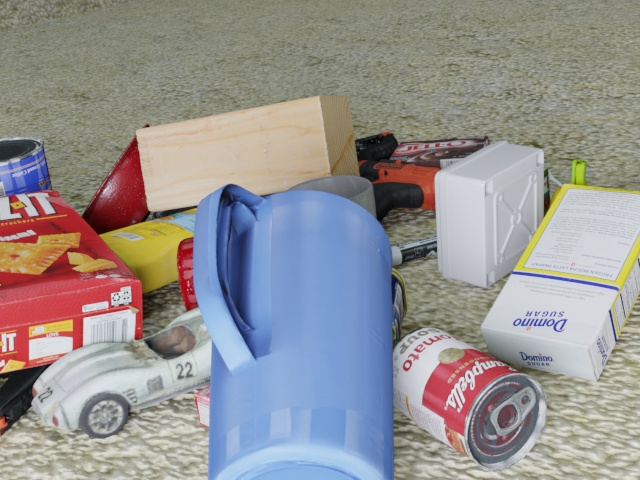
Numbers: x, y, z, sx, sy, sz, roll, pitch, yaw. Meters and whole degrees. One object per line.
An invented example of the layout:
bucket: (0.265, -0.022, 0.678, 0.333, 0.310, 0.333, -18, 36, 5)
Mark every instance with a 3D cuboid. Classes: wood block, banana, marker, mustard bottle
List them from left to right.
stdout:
mustard bottle: (-0.148, 0.006, 1.074, 0.096, 0.058, 0.191, 12, 21, 37)
wood block: (-0.075, -0.089, 1.106, 0.206, 0.090, 0.090, -7, 4, 21)
marker: (0.118, 0.004, 1.063, 0.121, 0.020, 0.020, -15, 22, -18)
banana: (0.243, -0.028, 1.020, 0.037, 0.069, 0.197, 8, -4, 7)

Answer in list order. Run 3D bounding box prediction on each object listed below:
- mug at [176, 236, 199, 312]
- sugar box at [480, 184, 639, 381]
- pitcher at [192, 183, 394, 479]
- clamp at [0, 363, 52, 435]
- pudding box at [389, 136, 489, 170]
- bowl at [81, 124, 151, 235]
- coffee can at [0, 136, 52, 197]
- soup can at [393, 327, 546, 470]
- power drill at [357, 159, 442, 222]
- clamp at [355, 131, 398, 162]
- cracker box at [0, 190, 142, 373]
mug: (-0.081, 0.033, 0.951, 0.081, 0.093, 0.117, -10, 5, 4)
sugar box: (0.209, 0.029, 0.861, 0.093, 0.048, 0.176, 9, 50, 36)
pitcher: (-0.019, 0.078, 0.696, 0.149, 0.145, 0.243, 8, 36, -6)
clamp: (-0.267, 0.093, 0.908, 0.164, 0.036, 0.210, -8, 29, -18)
pudding box: (0.142, -0.094, 1.278, 0.114, 0.039, 0.090, -1, 22, 16)
bowl: (-0.212, -0.047, 1.176, 0.055, 0.162, 0.162, 32, 23, -6)
coffee can: (-0.327, -0.027, 1.118, 0.103, 0.140, 0.103, -6, 21, 2)
soup can: (0.098, 0.107, 0.741, 0.068, 0.068, 0.102, -18, 23, -26)
power drill: (0.023, -0.041, 1.157, 0.185, 0.057, 0.187, 5, 25, 37)
clamp: (0.054, -0.103, 1.329, 0.120, 0.039, 0.171, 13, 29, 38)
cracker box: (-0.267, 0.030, 0.913, 0.163, 0.072, 0.214, -9, 28, -30)
